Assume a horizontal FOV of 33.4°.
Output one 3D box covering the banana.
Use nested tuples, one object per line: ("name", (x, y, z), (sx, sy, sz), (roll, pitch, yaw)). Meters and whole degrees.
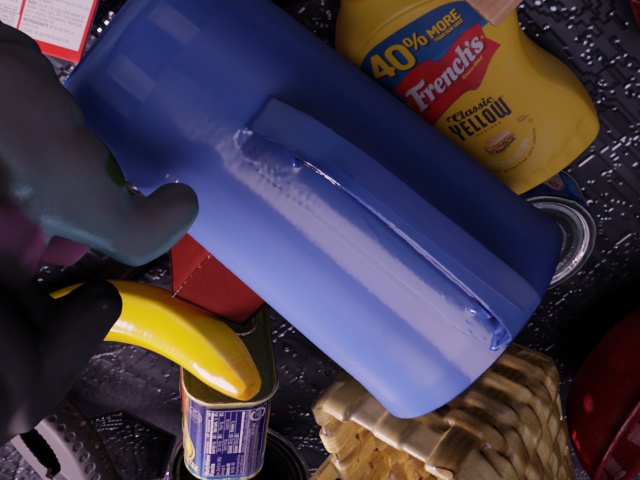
("banana", (-0.117, 0.058, 0.646), (0.198, 0.069, 0.037), (-1, 163, 27))

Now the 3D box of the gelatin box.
("gelatin box", (-0.141, -0.139, 0.520), (0.073, 0.030, 0.089), (14, 126, -19))

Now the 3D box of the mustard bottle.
("mustard bottle", (0.064, -0.101, 0.569), (0.096, 0.058, 0.191), (-29, 129, 25))

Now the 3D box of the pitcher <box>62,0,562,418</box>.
("pitcher", (-0.004, -0.031, 0.529), (0.242, 0.145, 0.149), (39, 129, -13))

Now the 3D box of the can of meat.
("can of meat", (-0.062, 0.091, 0.685), (0.057, 0.102, 0.084), (-1, 132, -10))

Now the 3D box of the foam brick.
("foam brick", (-0.054, 0.001, 0.624), (0.052, 0.078, 0.051), (26, 121, -31))

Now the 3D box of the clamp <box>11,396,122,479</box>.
("clamp", (-0.167, 0.164, 0.733), (0.165, 0.036, 0.210), (-19, 109, 53))
